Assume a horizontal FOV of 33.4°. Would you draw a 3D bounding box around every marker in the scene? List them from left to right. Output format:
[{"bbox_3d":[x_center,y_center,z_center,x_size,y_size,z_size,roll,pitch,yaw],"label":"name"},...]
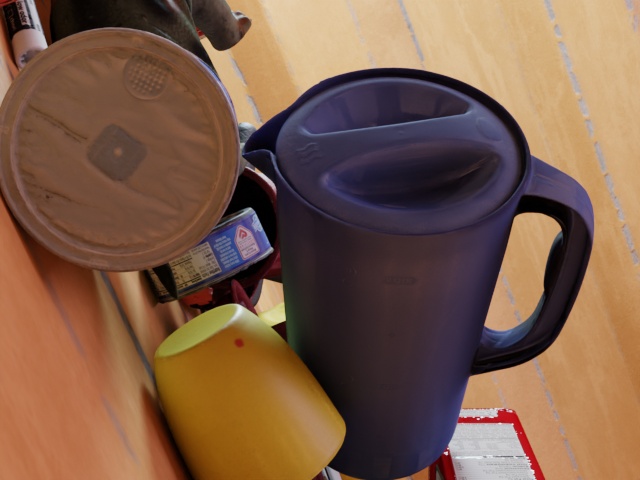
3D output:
[{"bbox_3d":[-0.177,-0.146,0.617,0.020,0.020,0.121,68,-1,-58],"label":"marker"}]

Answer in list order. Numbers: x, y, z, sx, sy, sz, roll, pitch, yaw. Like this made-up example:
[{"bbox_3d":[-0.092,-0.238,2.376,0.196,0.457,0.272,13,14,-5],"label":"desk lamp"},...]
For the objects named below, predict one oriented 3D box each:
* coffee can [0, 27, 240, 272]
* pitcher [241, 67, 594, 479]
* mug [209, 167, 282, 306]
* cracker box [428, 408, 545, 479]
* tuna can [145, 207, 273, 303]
[{"bbox_3d":[-0.090,-0.047,0.513,0.140,0.103,0.103,-116,-176,-80],"label":"coffee can"},{"bbox_3d":[0.048,0.034,0.620,0.149,0.144,0.243,48,-29,36],"label":"pitcher"},{"bbox_3d":[-0.055,0.001,0.813,0.081,0.093,0.117,-4,106,-67],"label":"mug"},{"bbox_3d":[0.112,0.220,0.680,0.213,0.072,0.164,-85,173,-79],"label":"cracker box"},{"bbox_3d":[-0.078,0.010,0.727,0.086,0.086,0.034,-115,-179,-84],"label":"tuna can"}]
